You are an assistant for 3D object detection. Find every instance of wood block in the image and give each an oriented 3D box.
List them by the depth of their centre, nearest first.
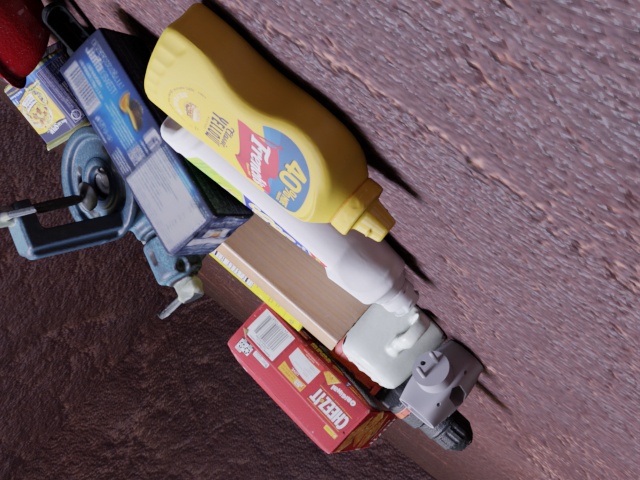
[{"bbox_3d":[-0.037,-0.003,0.969,0.206,0.091,0.090,40,172,5],"label":"wood block"}]

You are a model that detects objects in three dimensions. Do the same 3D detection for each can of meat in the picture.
[{"bbox_3d":[-0.290,-0.155,1.166,0.084,0.057,0.102,53,146,-16],"label":"can of meat"}]

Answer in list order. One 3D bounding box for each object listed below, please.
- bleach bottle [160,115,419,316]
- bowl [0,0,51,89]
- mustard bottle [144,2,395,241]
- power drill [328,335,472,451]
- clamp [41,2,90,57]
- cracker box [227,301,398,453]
[{"bbox_3d":[-0.011,-0.025,0.851,0.250,0.068,0.103,42,174,-19],"label":"bleach bottle"},{"bbox_3d":[-0.309,-0.231,1.038,0.162,0.055,0.162,63,-177,-7],"label":"bowl"},{"bbox_3d":[-0.028,-0.067,0.711,0.191,0.058,0.096,40,151,3],"label":"mustard bottle"},{"bbox_3d":[0.087,0.150,1.191,0.184,0.057,0.187,42,-178,-4],"label":"power drill"},{"bbox_3d":[-0.231,-0.187,1.077,0.120,0.039,0.172,49,170,-14],"label":"clamp"},{"bbox_3d":[-0.001,0.158,1.199,0.164,0.072,0.213,45,-177,16],"label":"cracker box"}]
